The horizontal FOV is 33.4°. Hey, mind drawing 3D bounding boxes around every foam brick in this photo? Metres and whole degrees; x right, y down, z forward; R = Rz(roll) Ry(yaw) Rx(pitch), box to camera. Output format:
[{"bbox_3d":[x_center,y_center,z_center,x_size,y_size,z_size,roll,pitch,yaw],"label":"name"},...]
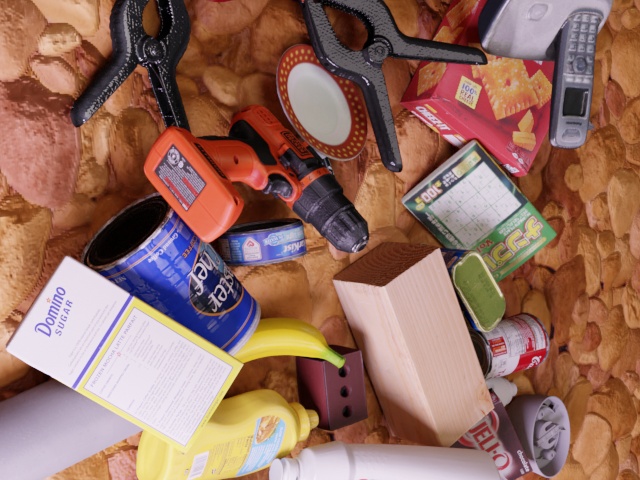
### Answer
[{"bbox_3d":[0.012,0.155,1.127,0.052,0.051,0.078,-13,101,-36],"label":"foam brick"}]

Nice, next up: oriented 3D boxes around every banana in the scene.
[{"bbox_3d":[-0.073,0.112,1.051,0.197,0.070,0.037,-11,130,-26],"label":"banana"}]

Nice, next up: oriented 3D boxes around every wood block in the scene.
[{"bbox_3d":[0.103,0.114,1.171,0.090,0.090,0.206,-34,113,-31],"label":"wood block"}]

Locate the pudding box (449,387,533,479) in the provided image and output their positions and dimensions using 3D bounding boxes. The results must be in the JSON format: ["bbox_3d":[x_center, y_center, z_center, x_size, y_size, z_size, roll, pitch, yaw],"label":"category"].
[{"bbox_3d":[0.186,0.241,1.254,0.090,0.039,0.113,-27,114,2],"label":"pudding box"}]

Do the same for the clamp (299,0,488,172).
[{"bbox_3d":[0.066,-0.199,1.115,0.164,0.036,0.210,-44,101,-11],"label":"clamp"}]

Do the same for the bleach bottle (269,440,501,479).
[{"bbox_3d":[0.061,0.254,1.104,0.250,0.068,0.103,11,127,-27],"label":"bleach bottle"}]

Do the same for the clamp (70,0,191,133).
[{"bbox_3d":[-0.169,-0.168,0.974,0.120,0.039,0.171,2,89,-43],"label":"clamp"}]

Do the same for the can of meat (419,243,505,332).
[{"bbox_3d":[0.151,0.054,1.208,0.057,0.084,0.102,-47,119,-26],"label":"can of meat"}]

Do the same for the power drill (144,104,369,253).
[{"bbox_3d":[-0.056,-0.048,0.974,0.057,0.184,0.187,-53,160,26],"label":"power drill"}]

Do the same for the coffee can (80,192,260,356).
[{"bbox_3d":[-0.135,0.041,0.973,0.102,0.103,0.140,-49,120,-24],"label":"coffee can"}]

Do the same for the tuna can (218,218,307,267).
[{"bbox_3d":[-0.057,0.001,1.042,0.085,0.086,0.034,-13,99,-37],"label":"tuna can"}]

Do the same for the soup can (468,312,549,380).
[{"bbox_3d":[0.214,0.127,1.272,0.102,0.069,0.068,-9,98,-37],"label":"soup can"}]

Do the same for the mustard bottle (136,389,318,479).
[{"bbox_3d":[-0.081,0.191,1.044,0.191,0.058,0.096,-5,127,-38],"label":"mustard bottle"}]

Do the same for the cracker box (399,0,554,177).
[{"bbox_3d":[0.210,-0.204,1.229,0.164,0.072,0.213,34,76,-27],"label":"cracker box"}]

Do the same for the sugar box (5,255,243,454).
[{"bbox_3d":[-0.164,0.096,0.898,0.176,0.048,0.093,34,81,-11],"label":"sugar box"}]
